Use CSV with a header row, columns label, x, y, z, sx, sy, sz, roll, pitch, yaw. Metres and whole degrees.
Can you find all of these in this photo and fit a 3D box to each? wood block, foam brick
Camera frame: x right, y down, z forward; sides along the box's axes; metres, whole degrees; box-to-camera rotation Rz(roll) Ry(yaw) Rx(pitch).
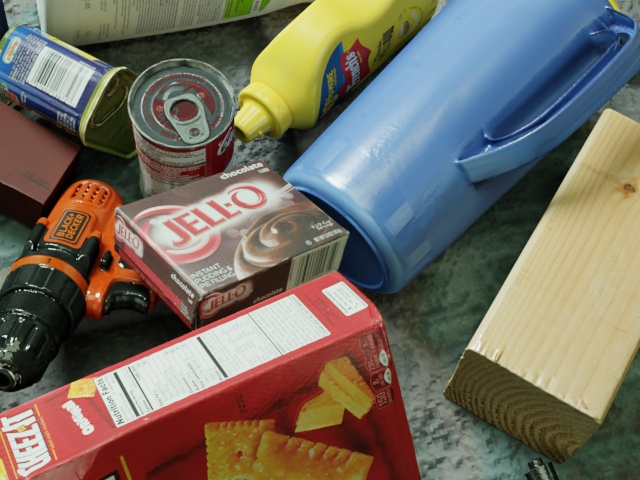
label,x,y,z,sx,sy,sz,roll,pitch,yaw
wood block,0.174,0.028,0.701,0.091,0.090,0.206,30,64,11
foam brick,-0.209,-0.052,0.718,0.078,0.051,0.053,30,63,-6

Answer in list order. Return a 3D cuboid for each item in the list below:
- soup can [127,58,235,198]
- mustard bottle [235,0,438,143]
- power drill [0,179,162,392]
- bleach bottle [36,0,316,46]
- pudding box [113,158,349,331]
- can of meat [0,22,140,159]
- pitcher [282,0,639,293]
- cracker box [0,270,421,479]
label,x,y,z,sx,sy,sz,roll,pitch,yaw
soup can,-0.091,-0.064,0.716,0.068,0.102,0.068,2,63,-4
mustard bottle,0.006,-0.135,0.764,0.058,0.096,0.191,40,66,14
power drill,-0.098,0.039,0.658,0.187,0.057,0.184,15,37,-2
bleach bottle,-0.083,-0.197,0.798,0.250,0.103,0.068,-8,72,-16
pudding box,-0.054,0.001,0.642,0.113,0.039,0.090,-21,49,-37
can of meat,-0.166,-0.103,0.730,0.084,0.102,0.057,28,93,12
pitcher,0.095,-0.078,0.721,0.145,0.149,0.242,40,70,15
cracker box,-0.053,0.135,0.582,0.213,0.164,0.072,-23,29,-17
